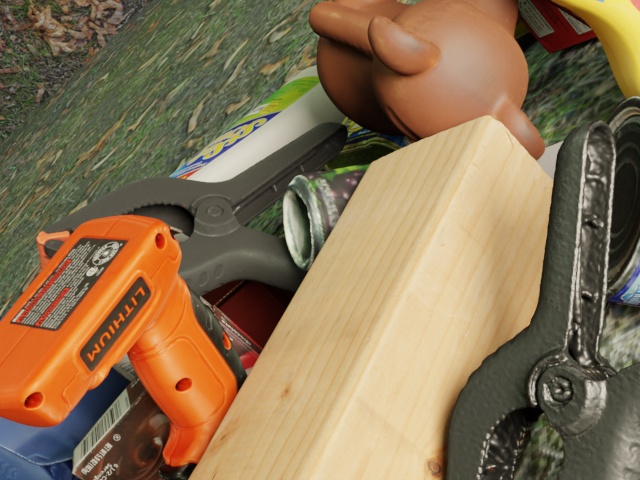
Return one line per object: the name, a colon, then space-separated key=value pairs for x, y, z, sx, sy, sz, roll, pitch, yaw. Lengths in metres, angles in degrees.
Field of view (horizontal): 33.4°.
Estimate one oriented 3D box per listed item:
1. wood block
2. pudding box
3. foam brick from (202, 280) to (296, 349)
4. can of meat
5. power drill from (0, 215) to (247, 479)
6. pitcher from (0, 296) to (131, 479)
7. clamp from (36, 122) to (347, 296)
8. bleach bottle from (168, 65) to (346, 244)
wood block: x=0.037 y=0.055 z=0.473 sx=0.090 sy=0.090 sz=0.206 roll=-19 pitch=34 yaw=51
pudding box: x=-0.066 y=0.104 z=0.582 sx=0.113 sy=0.090 sz=0.039 roll=-47 pitch=19 yaw=1
foam brick: x=-0.056 y=0.051 z=0.716 sx=0.078 sy=0.051 sz=0.053 roll=-41 pitch=20 yaw=14
can of meat: x=0.055 y=-0.077 z=0.728 sx=0.084 sy=0.057 sz=0.102 roll=-57 pitch=22 yaw=-20
power drill: x=-0.071 y=0.096 z=0.478 sx=0.057 sy=0.187 sz=0.184 roll=2 pitch=49 yaw=40
pitcher: x=-0.198 y=0.097 z=0.800 sx=0.242 sy=0.149 sz=0.145 roll=-63 pitch=-3 yaw=-45
clamp: x=-0.054 y=0.001 z=0.620 sx=0.209 sy=0.036 sz=0.165 roll=-12 pitch=45 yaw=-17
bleach bottle: x=-0.070 y=-0.043 z=0.800 sx=0.250 sy=0.068 sz=0.103 roll=-39 pitch=20 yaw=-24
